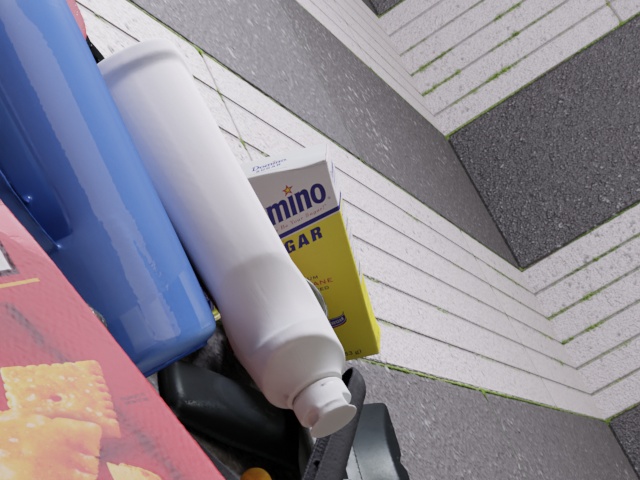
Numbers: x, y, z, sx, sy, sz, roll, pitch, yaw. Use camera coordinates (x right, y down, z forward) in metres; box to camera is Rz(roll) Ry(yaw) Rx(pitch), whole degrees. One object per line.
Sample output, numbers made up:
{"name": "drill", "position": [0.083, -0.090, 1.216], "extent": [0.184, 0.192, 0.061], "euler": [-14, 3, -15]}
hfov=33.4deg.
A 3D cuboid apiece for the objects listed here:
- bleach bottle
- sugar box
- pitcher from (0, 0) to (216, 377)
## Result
{"name": "bleach bottle", "position": [-0.054, 0.001, 0.617], "extent": [0.251, 0.068, 0.102], "euler": [56, -10, 30]}
{"name": "sugar box", "position": [-0.016, 0.018, 0.860], "extent": [0.048, 0.093, 0.176], "euler": [-87, 162, -64]}
{"name": "pitcher", "position": [-0.157, -0.031, 0.561], "extent": [0.149, 0.145, 0.243], "euler": [-26, 87, -48]}
